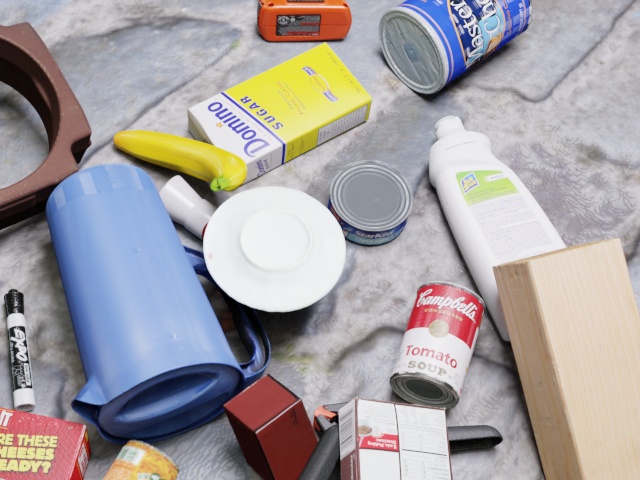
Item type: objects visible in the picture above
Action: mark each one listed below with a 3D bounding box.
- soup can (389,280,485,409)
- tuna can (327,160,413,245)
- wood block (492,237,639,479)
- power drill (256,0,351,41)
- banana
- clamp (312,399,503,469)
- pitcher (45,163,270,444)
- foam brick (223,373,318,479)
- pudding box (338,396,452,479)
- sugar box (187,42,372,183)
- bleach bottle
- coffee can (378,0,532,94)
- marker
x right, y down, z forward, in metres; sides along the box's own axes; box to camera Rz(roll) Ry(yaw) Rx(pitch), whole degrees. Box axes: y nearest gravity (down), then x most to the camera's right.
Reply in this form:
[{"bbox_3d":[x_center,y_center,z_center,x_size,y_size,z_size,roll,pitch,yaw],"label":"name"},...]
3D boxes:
[{"bbox_3d":[0.110,0.098,1.000,0.068,0.068,0.102,19,60,5],"label":"soup can"},{"bbox_3d":[0.050,-0.038,1.093,0.086,0.034,0.086,3,59,-5],"label":"tuna can"},{"bbox_3d":[0.232,0.110,0.947,0.090,0.090,0.206,-14,89,-13],"label":"wood block"},{"bbox_3d":[-0.010,-0.318,1.240,0.184,0.057,0.187,-4,57,-4],"label":"power drill"},{"bbox_3d":[-0.130,-0.082,1.064,0.198,0.069,0.037,22,98,47],"label":"banana"},{"bbox_3d":[0.079,0.185,0.964,0.171,0.039,0.120,30,49,14],"label":"clamp"},{"bbox_3d":[-0.159,0.050,0.974,0.145,0.149,0.243,-31,60,12],"label":"pitcher"},{"bbox_3d":[-0.040,0.167,0.931,0.053,0.078,0.051,-34,38,-23],"label":"foam brick"},{"bbox_3d":[0.064,0.193,0.897,0.090,0.039,0.113,11,59,-20],"label":"pudding box"},{"bbox_3d":[-0.043,-0.135,1.134,0.176,0.048,0.093,-29,67,-22],"label":"sugar box"},{"bbox_3d":[0.182,-0.025,1.084,0.102,0.068,0.251,-12,59,-14],"label":"bleach bottle"},{"bbox_3d":[0.149,-0.240,1.182,0.140,0.103,0.103,-35,69,-23],"label":"coffee can"},{"bbox_3d":[-0.279,0.099,0.988,0.020,0.020,0.121,-9,61,-11],"label":"marker"}]
